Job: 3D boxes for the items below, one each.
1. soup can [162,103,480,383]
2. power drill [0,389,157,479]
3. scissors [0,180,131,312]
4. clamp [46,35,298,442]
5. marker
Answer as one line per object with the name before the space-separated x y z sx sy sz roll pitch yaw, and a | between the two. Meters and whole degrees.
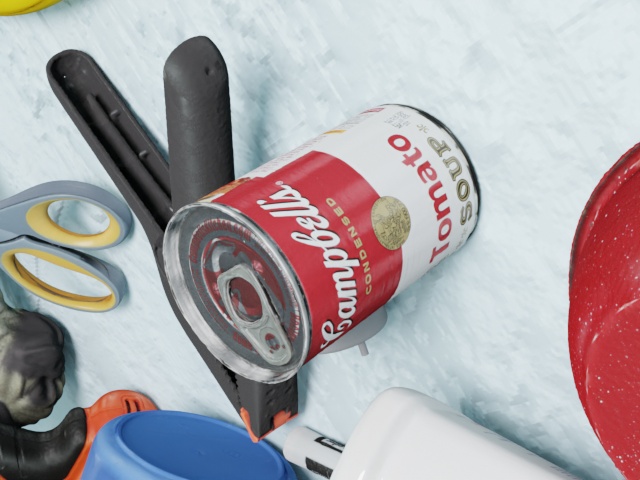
soup can | 0.003 -0.002 0.390 0.069 0.102 0.068 26 132 33
power drill | -0.209 0.150 0.648 0.185 0.187 0.057 -57 38 33
scissors | -0.189 -0.022 0.570 0.201 0.016 0.096 30 127 -18
clamp | -0.053 0.001 0.489 0.165 0.036 0.210 2 119 62
marker | 0.032 0.117 0.505 0.121 0.020 0.020 18 127 39
